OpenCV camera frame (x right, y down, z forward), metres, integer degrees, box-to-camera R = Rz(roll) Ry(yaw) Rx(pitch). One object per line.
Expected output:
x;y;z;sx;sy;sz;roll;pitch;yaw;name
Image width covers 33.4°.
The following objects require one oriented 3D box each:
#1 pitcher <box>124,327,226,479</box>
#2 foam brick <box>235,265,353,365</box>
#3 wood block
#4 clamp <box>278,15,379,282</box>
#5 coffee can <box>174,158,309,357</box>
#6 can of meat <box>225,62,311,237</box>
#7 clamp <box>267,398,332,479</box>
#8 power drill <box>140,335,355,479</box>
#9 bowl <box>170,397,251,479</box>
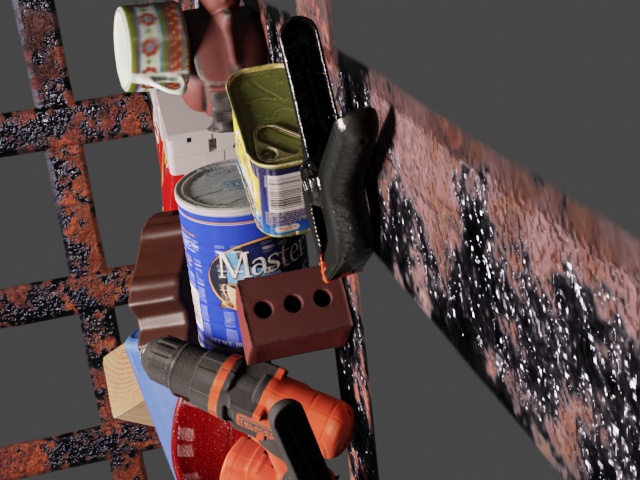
-0.129;0.203;1.221;0.149;0.144;0.243;-14;104;38;pitcher
-0.021;0.054;0.788;0.051;0.078;0.053;101;156;-68;foam brick
-0.180;0.196;1.426;0.205;0.090;0.091;26;-141;-50;wood block
0.004;-0.049;0.654;0.171;0.039;0.120;91;165;-49;clamp
-0.060;0.015;0.884;0.103;0.102;0.140;-120;22;-61;coffee can
-0.032;-0.064;0.784;0.084;0.057;0.102;90;165;-51;can of meat
0.002;0.194;0.781;0.164;0.036;0.210;57;163;6;clamp
-0.057;0.160;0.895;0.057;0.185;0.187;-58;-21;-29;power drill
-0.089;0.184;1.081;0.162;0.055;0.162;-31;51;46;bowl
